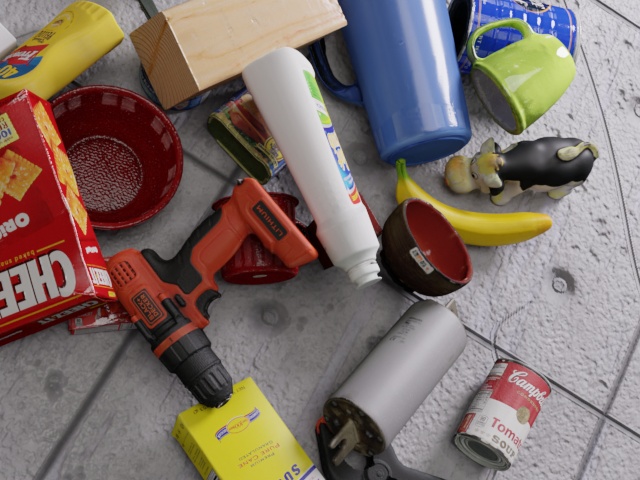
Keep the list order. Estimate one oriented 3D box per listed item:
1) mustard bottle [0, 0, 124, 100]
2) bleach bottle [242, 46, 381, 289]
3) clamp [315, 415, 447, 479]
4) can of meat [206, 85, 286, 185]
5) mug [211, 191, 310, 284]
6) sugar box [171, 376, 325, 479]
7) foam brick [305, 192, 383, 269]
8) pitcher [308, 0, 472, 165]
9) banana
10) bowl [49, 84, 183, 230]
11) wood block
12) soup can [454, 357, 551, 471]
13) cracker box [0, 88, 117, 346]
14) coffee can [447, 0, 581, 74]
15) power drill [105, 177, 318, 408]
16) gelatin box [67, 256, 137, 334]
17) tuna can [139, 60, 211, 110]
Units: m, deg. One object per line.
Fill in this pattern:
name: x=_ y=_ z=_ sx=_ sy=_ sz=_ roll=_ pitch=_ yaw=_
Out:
mustard bottle: x=-0.300 y=-0.174 z=1.110 sx=0.191 sy=0.096 sz=0.058 roll=-46 pitch=129 yaw=-23
bleach bottle: x=0.001 y=-0.068 z=1.087 sx=0.068 sy=0.102 sz=0.251 roll=-26 pitch=78 yaw=10
clamp: x=0.053 y=0.254 z=1.094 sx=0.171 sy=0.039 sz=0.120 roll=37 pitch=56 yaw=5
can of meat: x=-0.064 y=-0.124 z=1.181 sx=0.102 sy=0.057 sz=0.083 roll=46 pitch=68 yaw=2
mug: x=-0.057 y=0.001 z=1.129 sx=0.117 sy=0.093 sz=0.081 roll=9 pitch=72 yaw=-44
sugar box: x=-0.059 y=0.227 z=1.039 sx=0.093 sy=0.048 sz=0.176 roll=-26 pitch=64 yaw=-33
foam brick: x=0.023 y=-0.009 z=1.155 sx=0.053 sy=0.078 sz=0.051 roll=-25 pitch=82 yaw=-22
pitcher: x=0.084 y=-0.211 z=1.224 sx=0.144 sy=0.149 sz=0.243 roll=-4 pitch=76 yaw=-33
banana: x=0.163 y=-0.028 z=1.211 sx=0.197 sy=0.070 sz=0.037 roll=19 pitch=35 yaw=-12
bowl: x=-0.227 y=-0.079 z=1.118 sx=0.162 sy=0.055 sz=0.162 roll=5 pitch=70 yaw=-15
wood block: x=-0.086 y=-0.227 z=1.147 sx=0.205 sy=0.091 sz=0.090 roll=-30 pitch=100 yaw=-31
soup can: x=0.195 y=0.186 z=1.143 sx=0.068 sy=0.069 sz=0.102 roll=36 pitch=66 yaw=-2
cracker box: x=-0.311 y=-0.015 z=1.024 sx=0.164 sy=0.072 sz=0.214 roll=-21 pitch=81 yaw=6
coffee can: x=0.226 y=-0.241 z=1.279 sx=0.140 sy=0.103 sz=0.103 roll=10 pitch=69 yaw=-13
power drill: x=-0.096 y=0.045 z=1.044 sx=0.187 sy=0.057 sz=0.184 roll=-39 pitch=81 yaw=0
gelatin box: x=-0.215 y=0.054 z=1.089 sx=0.089 sy=0.030 sz=0.073 roll=-4 pitch=73 yaw=-18
tuna can: x=-0.158 y=-0.189 z=1.187 sx=0.086 sy=0.034 sz=0.086 roll=5 pitch=71 yaw=-15
